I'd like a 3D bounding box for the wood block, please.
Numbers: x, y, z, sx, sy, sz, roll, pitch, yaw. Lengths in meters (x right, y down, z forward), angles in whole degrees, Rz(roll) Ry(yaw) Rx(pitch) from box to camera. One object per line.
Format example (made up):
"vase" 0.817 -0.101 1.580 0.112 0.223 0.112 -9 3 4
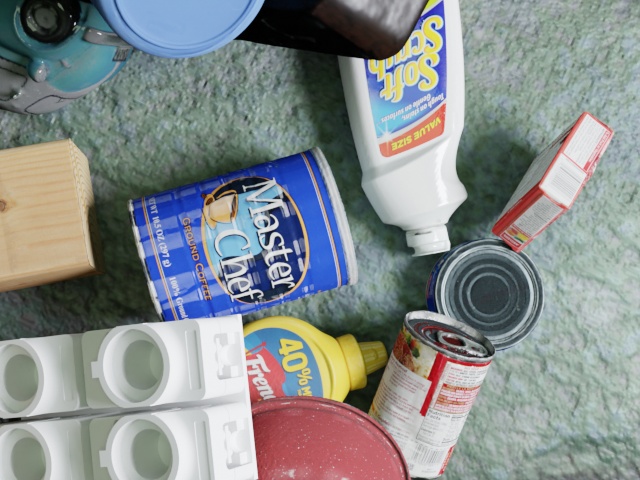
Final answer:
"wood block" -0.266 -0.004 0.750 0.206 0.090 0.091 -10 85 -5

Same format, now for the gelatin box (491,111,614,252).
"gelatin box" 0.169 -0.043 0.778 0.030 0.073 0.089 37 57 0

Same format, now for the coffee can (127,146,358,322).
"coffee can" -0.055 0.001 0.758 0.140 0.103 0.103 -16 87 -5

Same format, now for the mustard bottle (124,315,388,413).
"mustard bottle" -0.044 0.107 0.769 0.191 0.058 0.096 -15 83 -10

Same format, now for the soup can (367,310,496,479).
"soup can" 0.075 0.110 0.760 0.068 0.068 0.102 19 108 -3

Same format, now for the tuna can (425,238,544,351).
"tuna can" 0.124 0.041 0.802 0.086 0.034 0.086 0 85 -4

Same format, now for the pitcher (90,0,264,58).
"pitcher" -0.114 -0.225 0.690 0.145 0.243 0.149 -21 131 -11

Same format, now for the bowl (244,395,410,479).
"bowl" -0.015 0.187 0.720 0.162 0.055 0.162 -1 113 -2

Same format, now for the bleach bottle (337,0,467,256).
"bleach bottle" 0.069 -0.115 0.798 0.102 0.068 0.251 -10 88 -4
